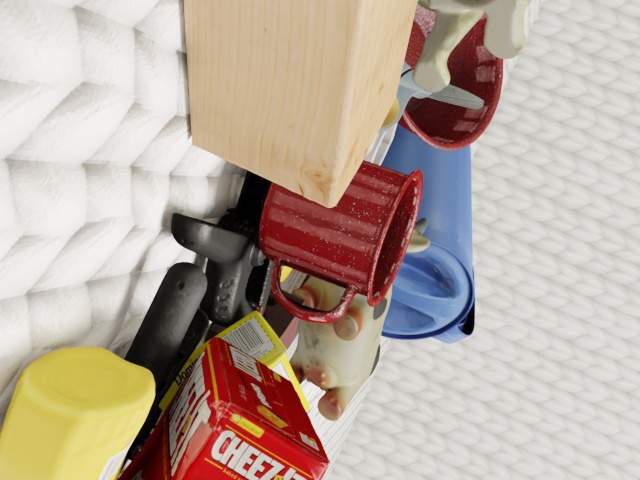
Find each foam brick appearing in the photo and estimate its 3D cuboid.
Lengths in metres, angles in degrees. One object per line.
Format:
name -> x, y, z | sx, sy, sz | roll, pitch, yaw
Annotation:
foam brick -> -0.055, 0.077, 0.856 | 0.078, 0.053, 0.051 | -56, 167, -50

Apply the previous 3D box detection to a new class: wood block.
wood block -> -0.006, -0.118, 0.507 | 0.090, 0.091, 0.206 | -61, 169, -28

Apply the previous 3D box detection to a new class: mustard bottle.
mustard bottle -> -0.144, 0.150, 0.525 | 0.096, 0.058, 0.192 | -35, 148, -78

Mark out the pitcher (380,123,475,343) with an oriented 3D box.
pitcher -> 0.099, -0.020, 1.079 | 0.242, 0.145, 0.149 | -76, 175, -48

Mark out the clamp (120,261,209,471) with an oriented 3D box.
clamp -> -0.110, 0.091, 0.620 | 0.120, 0.039, 0.171 | 98, 17, -62

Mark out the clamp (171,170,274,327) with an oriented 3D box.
clamp -> -0.055, 0.001, 0.708 | 0.210, 0.036, 0.164 | 101, 17, -45

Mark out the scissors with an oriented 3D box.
scissors -> 0.073, -0.106, 0.826 | 0.201, 0.016, 0.096 | 27, 60, -45

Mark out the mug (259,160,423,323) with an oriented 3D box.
mug -> 0.008, -0.003, 0.687 | 0.093, 0.081, 0.117 | 64, 47, -70

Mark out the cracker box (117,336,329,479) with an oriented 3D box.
cracker box -> -0.091, 0.173, 0.615 | 0.214, 0.072, 0.164 | -57, -169, 1

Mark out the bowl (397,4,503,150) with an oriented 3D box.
bowl -> 0.087, -0.155, 0.903 | 0.161, 0.055, 0.162 | 0, 90, -45

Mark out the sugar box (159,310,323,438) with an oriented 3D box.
sugar box -> -0.058, 0.125, 0.784 | 0.093, 0.048, 0.176 | -31, 153, -9
